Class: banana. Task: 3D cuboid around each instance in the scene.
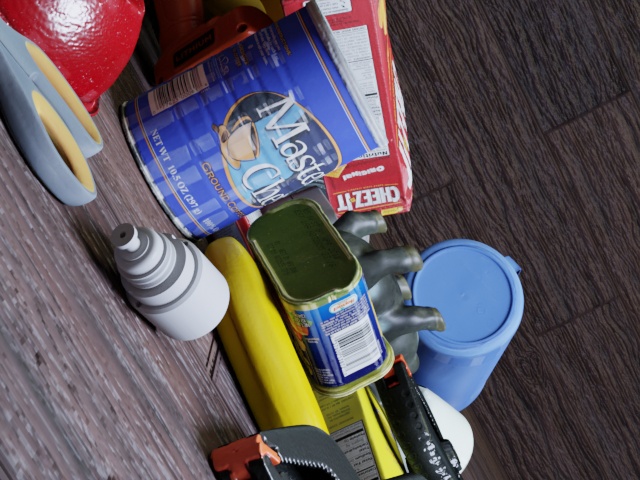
[{"bbox_3d":[-0.031,0.069,0.637,0.198,0.037,0.069,66,8,26],"label":"banana"}]

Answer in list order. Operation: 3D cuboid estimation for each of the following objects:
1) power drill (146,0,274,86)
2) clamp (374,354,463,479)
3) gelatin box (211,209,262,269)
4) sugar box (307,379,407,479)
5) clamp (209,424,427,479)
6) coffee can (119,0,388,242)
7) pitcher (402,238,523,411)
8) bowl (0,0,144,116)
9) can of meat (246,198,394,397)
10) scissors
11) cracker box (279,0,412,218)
[{"bbox_3d":[-0.089,-0.217,0.810,0.057,0.185,0.188,3,64,-51],"label":"power drill"},{"bbox_3d":[0.085,0.166,0.774,0.120,0.039,0.171,61,7,-79],"label":"clamp"},{"bbox_3d":[-0.055,0.001,0.771,0.073,0.030,0.089,64,5,21],"label":"gelatin box"},{"bbox_3d":[0.038,0.172,0.738,0.093,0.048,0.176,58,7,-43],"label":"sugar box"},{"bbox_3d":[0.016,0.166,0.550,0.209,0.036,0.164,44,29,-45],"label":"clamp"},{"bbox_3d":[-0.041,-0.075,0.684,0.103,0.140,0.103,62,6,-12],"label":"coffee can"},{"bbox_3d":[0.125,0.078,1.024,0.243,0.145,0.149,97,-3,-71],"label":"pitcher"},{"bbox_3d":[-0.141,-0.149,0.571,0.162,0.055,0.162,61,6,-12],"label":"bowl"},{"bbox_3d":[-0.002,0.034,0.676,0.102,0.057,0.084,55,-12,48],"label":"can of meat"},{"bbox_3d":[-0.145,-0.086,0.446,0.201,0.016,0.096,55,10,-53],"label":"scissors"},{"bbox_3d":[0.024,-0.148,0.844,0.164,0.072,0.213,-89,169,-46],"label":"cracker box"}]
